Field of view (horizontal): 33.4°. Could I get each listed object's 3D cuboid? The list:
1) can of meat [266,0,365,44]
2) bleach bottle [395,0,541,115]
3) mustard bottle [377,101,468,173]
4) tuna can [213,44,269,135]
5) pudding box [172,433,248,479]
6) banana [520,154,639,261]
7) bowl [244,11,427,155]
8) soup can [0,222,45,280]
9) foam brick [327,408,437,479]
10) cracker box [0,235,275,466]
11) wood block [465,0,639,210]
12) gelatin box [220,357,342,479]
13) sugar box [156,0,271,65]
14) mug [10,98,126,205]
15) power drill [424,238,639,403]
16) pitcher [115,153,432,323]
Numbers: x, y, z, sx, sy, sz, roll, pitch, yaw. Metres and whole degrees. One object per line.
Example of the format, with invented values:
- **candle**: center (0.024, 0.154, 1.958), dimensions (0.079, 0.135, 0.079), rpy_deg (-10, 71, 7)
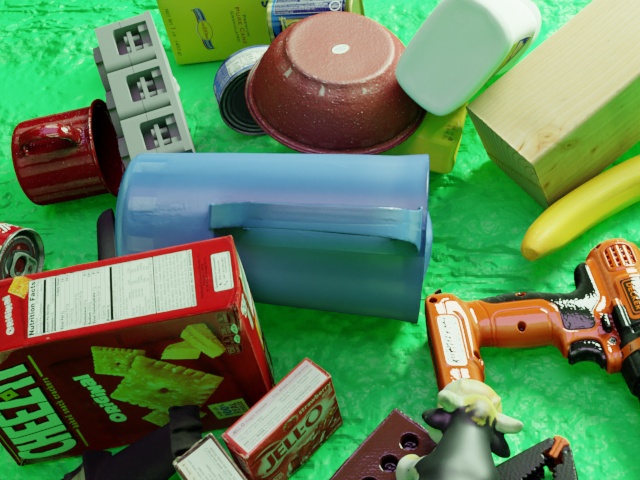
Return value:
- **can of meat**: center (0.000, -0.194, 1.028), dimensions (0.084, 0.102, 0.057), rpy_deg (0, 44, 14)
- **bleach bottle**: center (0.150, -0.180, 0.942), dimensions (0.068, 0.103, 0.250), rpy_deg (44, 30, 6)
- **mustard bottle**: center (0.033, -0.114, 0.963), dimensions (0.191, 0.058, 0.096), rpy_deg (13, 37, 7)
- **tuna can**: center (-0.058, -0.142, 1.009), dimensions (0.086, 0.086, 0.034), rpy_deg (-18, 50, -3)
- **pudding box**: center (-0.049, 0.200, 0.741), dimensions (0.039, 0.090, 0.114), rpy_deg (-36, 55, -17)
- **banana**: center (0.242, -0.037, 0.889), dimensions (0.197, 0.070, 0.037), rpy_deg (-27, 93, -8)
- **bowl**: center (0.016, -0.145, 0.911), dimensions (0.162, 0.055, 0.162), rpy_deg (1, 52, -1)
- **soup can**: center (-0.307, 0.013, 0.947), dimensions (0.102, 0.068, 0.068), rpy_deg (12, 56, 20)
- **foam brick**: center (0.052, 0.171, 0.769), dimensions (0.053, 0.051, 0.078), rpy_deg (33, 64, 29)
- **cracker box**: center (-0.150, 0.090, 0.798), dimensions (0.213, 0.164, 0.072), rpy_deg (-11, 51, 1)
- **wood block**: center (0.240, -0.133, 0.912), dimensions (0.206, 0.090, 0.091), rpy_deg (-40, 55, -1)
- **gelatin box**: center (-0.026, 0.141, 0.793), dimensions (0.030, 0.073, 0.089), rpy_deg (35, 66, 31)
- **sugar box**: center (-0.068, -0.231, 1.074), dimensions (0.176, 0.093, 0.048), rpy_deg (-4, 53, 8)
- **mug**: center (-0.236, -0.080, 0.980), dimensions (0.081, 0.117, 0.093), rpy_deg (-11, 79, 8)
- **power drill**: center (0.180, 0.089, 0.807), dimensions (0.187, 0.057, 0.184), rpy_deg (-10, 48, 0)
- **pitcher**: center (-0.033, -0.010, 0.834), dimensions (0.243, 0.149, 0.145), rpy_deg (4, 42, 3)
